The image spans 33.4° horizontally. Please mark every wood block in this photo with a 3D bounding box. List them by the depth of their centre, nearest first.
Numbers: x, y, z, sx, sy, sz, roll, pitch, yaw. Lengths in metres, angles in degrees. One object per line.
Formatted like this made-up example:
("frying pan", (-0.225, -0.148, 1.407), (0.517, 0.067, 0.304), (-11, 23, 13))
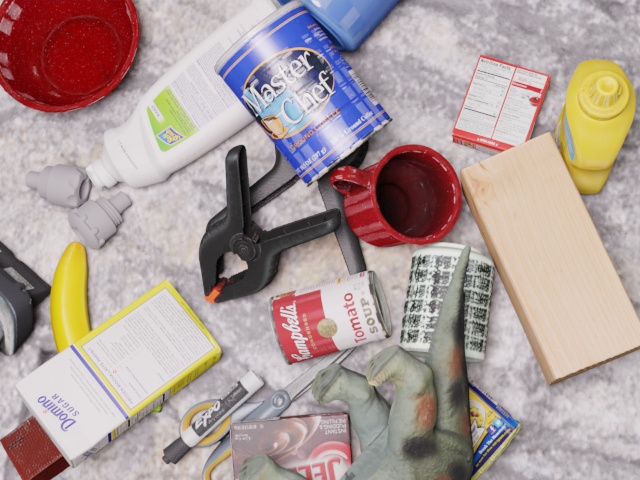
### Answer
("wood block", (0.210, 0.020, 0.981), (0.091, 0.090, 0.206), (-23, 76, 4))

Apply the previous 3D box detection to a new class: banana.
("banana", (-0.230, 0.098, 1.065), (0.069, 0.037, 0.198), (-24, 78, -20))

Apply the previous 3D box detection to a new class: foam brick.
("foam brick", (-0.261, 0.194, 1.041), (0.078, 0.051, 0.053), (-35, 75, 1))

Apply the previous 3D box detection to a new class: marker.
("marker", (-0.104, 0.171, 1.021), (0.121, 0.020, 0.020), (-42, 76, 0))

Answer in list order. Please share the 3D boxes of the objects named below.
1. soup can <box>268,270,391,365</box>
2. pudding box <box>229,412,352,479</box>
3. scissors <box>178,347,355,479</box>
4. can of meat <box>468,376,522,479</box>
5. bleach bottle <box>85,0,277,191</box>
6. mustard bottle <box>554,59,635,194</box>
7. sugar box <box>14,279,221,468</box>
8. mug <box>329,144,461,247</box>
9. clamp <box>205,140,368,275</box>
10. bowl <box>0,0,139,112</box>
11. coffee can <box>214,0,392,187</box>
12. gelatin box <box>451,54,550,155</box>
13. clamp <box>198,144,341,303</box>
("soup can", (0.010, 0.073, 1.009), (0.102, 0.068, 0.068), (-16, 77, 10))
("pudding box", (-0.026, 0.209, 0.997), (0.113, 0.039, 0.090), (-4, 85, 1))
("scissors", (-0.059, 0.150, 1.036), (0.096, 0.016, 0.202), (36, 86, 13))
("can of meat", (0.123, 0.178, 0.982), (0.084, 0.057, 0.102), (42, 89, 11))
("bleach bottle", (-0.131, -0.139, 1.079), (0.251, 0.068, 0.102), (-34, 78, 3))
("mustard bottle", (0.242, -0.107, 0.947), (0.058, 0.191, 0.096), (4, 80, 9))
("sugar box", (-0.190, 0.125, 1.017), (0.176, 0.048, 0.093), (-36, 76, -19))
("mug", (0.062, -0.041, 1.000), (0.117, 0.082, 0.093), (18, 77, -19))
("clamp", (0.000, -0.065, 1.057), (0.164, 0.036, 0.210), (24, 84, 7))
("bowl", (-0.259, -0.203, 1.113), (0.162, 0.055, 0.162), (-2, 79, 9))
("coffee can", (-0.016, -0.135, 0.987), (0.103, 0.103, 0.140), (-38, 92, 0))
("gelatin box", (0.177, -0.129, 1.045), (0.073, 0.030, 0.089), (19, 83, 13))
("clamp", (-0.057, 0.001, 1.010), (0.120, 0.039, 0.172), (30, 127, 7))
